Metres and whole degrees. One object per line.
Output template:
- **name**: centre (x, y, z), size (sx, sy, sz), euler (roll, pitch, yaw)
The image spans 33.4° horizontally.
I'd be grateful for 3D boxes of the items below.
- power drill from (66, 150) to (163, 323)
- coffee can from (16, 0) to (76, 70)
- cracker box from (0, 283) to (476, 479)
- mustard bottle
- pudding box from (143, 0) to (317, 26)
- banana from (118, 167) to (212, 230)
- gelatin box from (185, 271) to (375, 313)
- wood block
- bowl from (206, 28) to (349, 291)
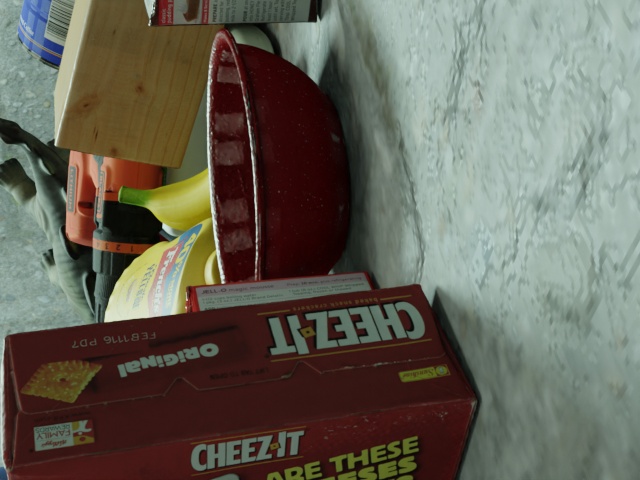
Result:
- **power drill**: centre (-0.176, -0.019, 0.911), size (0.188, 0.057, 0.184), euler (-160, 77, -66)
- **coffee can**: centre (-0.164, -0.206, 0.800), size (0.103, 0.102, 0.140), euler (-111, 36, -52)
- **cracker box**: centre (-0.038, 0.121, 0.449), size (0.072, 0.164, 0.214), euler (-111, 20, -45)
- **mustard bottle**: centre (-0.084, 0.035, 0.707), size (0.192, 0.058, 0.096), euler (-22, 44, 58)
- **pudding box**: centre (-0.055, -0.159, 0.582), size (0.113, 0.090, 0.039), euler (-111, 20, -50)
- **banana**: centre (-0.066, -0.049, 0.700), size (0.198, 0.069, 0.037), euler (-35, 41, 48)
- **gelatin box**: centre (-0.019, 0.055, 0.503), size (0.030, 0.089, 0.073), euler (-112, 21, -54)
- **wood block**: centre (-0.114, -0.164, 0.719), size (0.091, 0.090, 0.206), euler (-112, 37, -54)
- **bowl**: centre (-0.022, -0.031, 0.564), size (0.162, 0.055, 0.162), euler (175, 90, -77)
